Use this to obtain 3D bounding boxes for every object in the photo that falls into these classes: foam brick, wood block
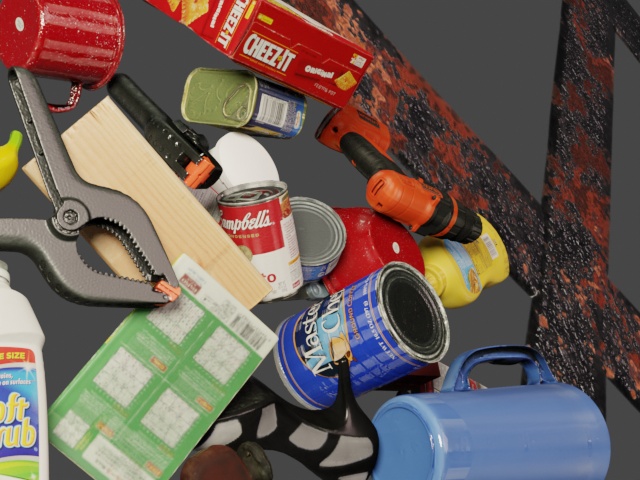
[{"bbox_3d":[0.081,0.128,1.134,0.078,0.053,0.051,9,58,-46],"label":"foam brick"},{"bbox_3d":[-0.145,-0.012,0.896,0.206,0.091,0.090,50,-7,-12],"label":"wood block"}]

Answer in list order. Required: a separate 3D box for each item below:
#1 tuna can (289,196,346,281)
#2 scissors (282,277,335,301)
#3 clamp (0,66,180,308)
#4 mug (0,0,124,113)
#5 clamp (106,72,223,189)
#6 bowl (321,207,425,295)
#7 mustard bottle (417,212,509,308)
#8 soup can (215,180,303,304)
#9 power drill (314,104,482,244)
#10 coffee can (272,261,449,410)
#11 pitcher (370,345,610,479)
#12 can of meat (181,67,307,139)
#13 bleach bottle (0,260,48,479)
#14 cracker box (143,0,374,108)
[{"bbox_3d":[-0.019,-0.001,1.088,0.086,0.034,0.086,7,53,-10],"label":"tuna can"},{"bbox_3d":[-0.008,0.038,1.122,0.201,0.016,0.096,18,50,-44],"label":"scissors"},{"bbox_3d":[-0.192,-0.024,0.803,0.209,0.036,0.164,30,66,-16],"label":"clamp"},{"bbox_3d":[-0.235,-0.172,0.947,0.081,0.093,0.117,1,101,-45],"label":"mug"},{"bbox_3d":[-0.125,-0.086,0.966,0.120,0.039,0.172,29,15,-40],"label":"clamp"},{"bbox_3d":[0.064,0.022,1.161,0.162,0.055,0.162,34,38,-32],"label":"bowl"},{"bbox_3d":[0.162,0.032,1.299,0.191,0.058,0.096,-25,88,-55],"label":"mustard bottle"},{"bbox_3d":[-0.057,0.001,1.012,0.068,0.069,0.102,-39,124,-55],"label":"soup can"},{"bbox_3d":[0.089,-0.074,1.222,0.184,0.057,0.188,22,20,-46],"label":"power drill"},{"bbox_3d":[0.038,0.094,1.028,0.102,0.141,0.103,30,44,-35],"label":"coffee can"},{"bbox_3d":[0.165,0.198,1.073,0.242,0.145,0.149,7,26,-39],"label":"pitcher"},{"bbox_3d":[-0.077,-0.138,1.094,0.083,0.102,0.057,12,89,-50],"label":"can of meat"},{"bbox_3d":[-0.239,0.123,0.736,0.102,0.068,0.251,19,48,-38],"label":"bleach bottle"},{"bbox_3d":[-0.074,-0.223,1.096,0.163,0.072,0.214,17,17,-44],"label":"cracker box"}]
